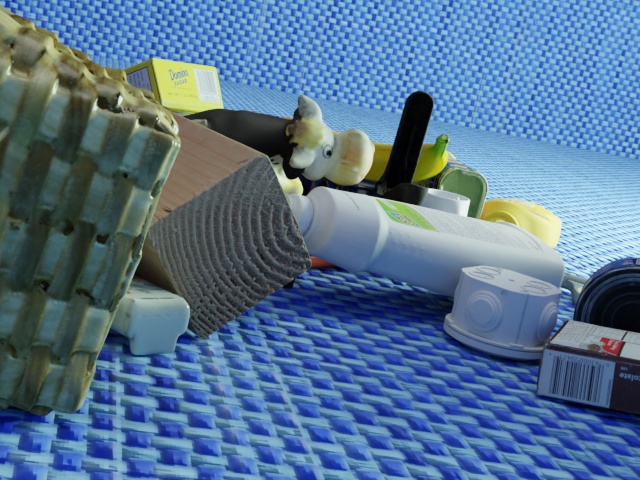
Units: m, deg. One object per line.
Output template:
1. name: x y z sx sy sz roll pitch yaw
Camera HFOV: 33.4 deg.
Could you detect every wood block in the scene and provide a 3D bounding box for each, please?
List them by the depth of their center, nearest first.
1. wood block: -0.107 -0.025 0.729 0.090 0.090 0.206 -34 33 -19

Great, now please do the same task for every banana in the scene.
1. banana: 0.047 -0.087 1.032 0.198 0.069 0.037 8 46 33

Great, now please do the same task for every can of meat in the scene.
1. can of meat: 0.117 -0.033 1.054 0.057 0.102 0.084 8 14 -19

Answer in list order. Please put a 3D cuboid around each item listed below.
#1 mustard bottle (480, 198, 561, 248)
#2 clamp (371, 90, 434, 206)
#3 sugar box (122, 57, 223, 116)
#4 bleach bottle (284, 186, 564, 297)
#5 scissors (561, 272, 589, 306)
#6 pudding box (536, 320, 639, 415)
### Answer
1. mustard bottle: 0.192 -0.012 1.099 0.096 0.058 0.191 14 7 16
2. clamp: 0.068 -0.050 0.955 0.039 0.120 0.172 19 -29 -5
3. sugar box: -0.179 -0.106 0.904 0.176 0.048 0.093 -12 -3 28
4. bleach bottle: 0.069 0.002 0.832 0.250 0.068 0.103 14 13 -32
5. scissors: 0.229 0.042 1.016 0.202 0.016 0.096 14 15 38
6. pudding box: 0.206 0.086 0.701 0.114 0.039 0.090 11 9 21
